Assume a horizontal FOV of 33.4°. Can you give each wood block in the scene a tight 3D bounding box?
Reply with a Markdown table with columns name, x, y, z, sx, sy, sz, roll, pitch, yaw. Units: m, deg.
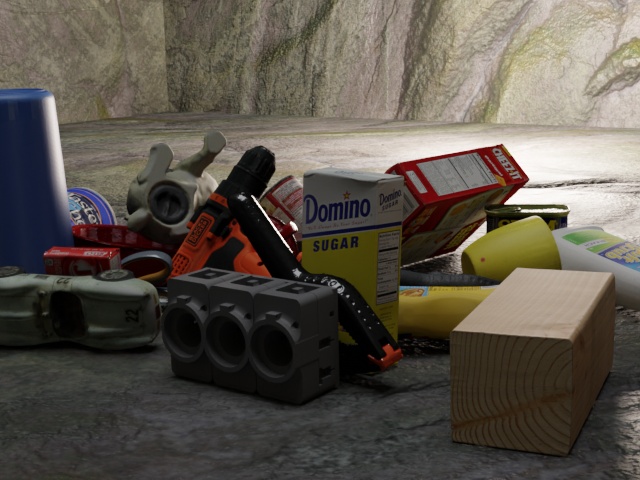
| name | x | y | z | sx | sy | sz | roll | pitch | yaw |
| --- | --- | --- | --- | --- | --- | --- | --- | --- | --- |
| wood block | 0.177 | 0.089 | 0.862 | 0.091 | 0.090 | 0.205 | 4 | 13 | 23 |

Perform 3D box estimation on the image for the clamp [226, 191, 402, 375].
| name | x | y | z | sx | sy | sz | roll | pitch | yaw |
| --- | --- | --- | --- | --- | --- | --- | --- | --- | --- |
| clamp | -0.018 | 0.070 | 0.965 | 0.210 | 0.165 | 0.036 | 33 | 39 | 29 |

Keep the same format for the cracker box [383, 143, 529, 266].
| name | x | y | z | sx | sy | sz | roll | pitch | yaw |
| --- | --- | --- | --- | --- | --- | --- | --- | --- | --- |
| cracker box | 0.132 | -0.039 | 1.325 | 0.213 | 0.072 | 0.164 | -14 | -25 | -44 |

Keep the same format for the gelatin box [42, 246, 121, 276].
| name | x | y | z | sx | sy | sz | roll | pitch | yaw |
| --- | --- | --- | --- | --- | --- | --- | --- | --- | --- |
| gelatin box | -0.239 | 0.051 | 1.090 | 0.073 | 0.089 | 0.030 | 2 | 21 | 14 |

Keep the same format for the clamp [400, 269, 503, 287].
| name | x | y | z | sx | sy | sz | roll | pitch | yaw |
| --- | --- | --- | --- | --- | --- | --- | --- | --- | --- |
| clamp | 0.115 | 0.050 | 1.115 | 0.171 | 0.039 | 0.120 | -1 | -9 | 10 |

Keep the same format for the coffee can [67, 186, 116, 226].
| name | x | y | z | sx | sy | sz | roll | pitch | yaw |
| --- | --- | --- | --- | --- | --- | --- | --- | --- | --- |
| coffee can | -0.337 | -0.007 | 1.353 | 0.103 | 0.103 | 0.140 | 3 | 13 | 19 |

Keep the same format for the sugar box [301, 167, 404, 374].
| name | x | y | z | sx | sy | sz | roll | pitch | yaw |
| --- | --- | --- | --- | --- | --- | --- | --- | --- | --- |
| sugar box | 0.027 | 0.025 | 0.974 | 0.094 | 0.176 | 0.048 | 10 | 16 | 42 |

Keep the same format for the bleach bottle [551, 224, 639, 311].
| name | x | y | z | sx | sy | sz | roll | pitch | yaw |
| --- | --- | --- | --- | --- | --- | --- | --- | --- | --- |
| bleach bottle | 0.345 | 0.042 | 1.147 | 0.102 | 0.068 | 0.251 | -8 | 15 | -26 |

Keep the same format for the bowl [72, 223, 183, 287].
| name | x | y | z | sx | sy | sz | roll | pitch | yaw |
| --- | --- | --- | --- | --- | --- | --- | --- | --- | --- |
| bowl | -0.227 | 0.021 | 1.288 | 0.162 | 0.055 | 0.162 | 8 | 7 | -1 |

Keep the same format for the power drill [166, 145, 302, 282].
| name | x | y | z | sx | sy | sz | roll | pitch | yaw |
| --- | --- | --- | --- | --- | --- | --- | --- | --- | --- |
| power drill | -0.057 | 0.001 | 1.113 | 0.188 | 0.184 | 0.057 | 26 | -8 | 40 |

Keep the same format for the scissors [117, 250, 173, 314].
| name | x | y | z | sx | sy | sz | roll | pitch | yaw |
| --- | --- | --- | --- | --- | --- | --- | --- | --- | --- |
| scissors | -0.229 | 0.072 | 1.132 | 0.202 | 0.096 | 0.016 | -27 | 29 | 22 |

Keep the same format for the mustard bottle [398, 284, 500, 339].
| name | x | y | z | sx | sy | sz | roll | pitch | yaw |
| --- | --- | --- | --- | --- | --- | --- | --- | --- | --- |
| mustard bottle | 0.103 | 0.070 | 1.036 | 0.192 | 0.058 | 0.096 | 1 | 2 | 9 |

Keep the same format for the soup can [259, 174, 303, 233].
| name | x | y | z | sx | sy | sz | roll | pitch | yaw |
| --- | --- | --- | --- | --- | --- | --- | --- | --- | --- |
| soup can | -0.026 | -0.026 | 1.374 | 0.102 | 0.069 | 0.068 | 48 | 28 | 11 |

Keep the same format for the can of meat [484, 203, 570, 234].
| name | x | y | z | sx | sy | sz | roll | pitch | yaw |
| --- | --- | --- | --- | --- | --- | --- | --- | --- | --- |
| can of meat | 0.249 | 0.001 | 1.294 | 0.102 | 0.084 | 0.057 | 0 | 12 | 8 |

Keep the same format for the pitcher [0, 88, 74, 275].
| name | x | y | z | sx | sy | sz | roll | pitch | yaw |
| --- | --- | --- | --- | --- | --- | --- | --- | --- | --- |
| pitcher | -0.352 | -0.046 | 1.199 | 0.149 | 0.243 | 0.145 | -3 | 11 | -6 |
